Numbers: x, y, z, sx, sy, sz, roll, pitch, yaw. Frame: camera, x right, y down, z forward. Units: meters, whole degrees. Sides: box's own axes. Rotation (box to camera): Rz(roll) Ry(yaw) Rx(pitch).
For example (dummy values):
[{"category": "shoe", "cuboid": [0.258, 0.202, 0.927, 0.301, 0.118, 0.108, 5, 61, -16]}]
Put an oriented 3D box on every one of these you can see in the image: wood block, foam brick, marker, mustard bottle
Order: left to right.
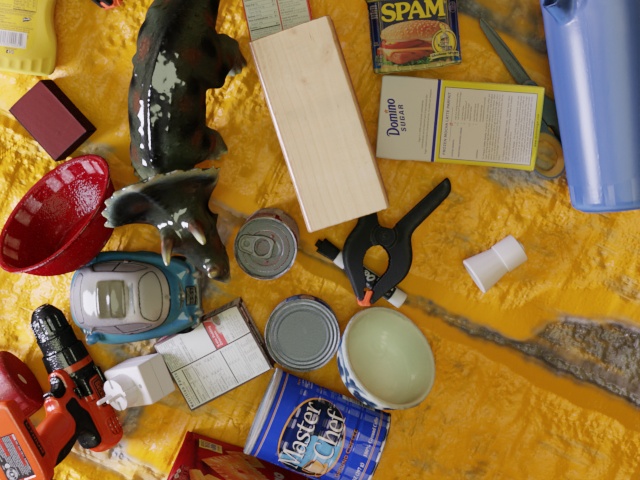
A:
[{"category": "mustard bottle", "cuboid": [-0.329, -0.280, 1.164, 0.096, 0.058, 0.192, 7, 98, -10]}, {"category": "foam brick", "cuboid": [-0.298, -0.134, 1.188, 0.051, 0.053, 0.078, -41, 95, 6]}, {"category": "wood block", "cuboid": [0.001, -0.123, 1.130, 0.090, 0.091, 0.206, -17, 96, 6]}, {"category": "marker", "cuboid": [0.045, 0.036, 1.222, 0.121, 0.020, 0.020, 35, 97, -3]}]

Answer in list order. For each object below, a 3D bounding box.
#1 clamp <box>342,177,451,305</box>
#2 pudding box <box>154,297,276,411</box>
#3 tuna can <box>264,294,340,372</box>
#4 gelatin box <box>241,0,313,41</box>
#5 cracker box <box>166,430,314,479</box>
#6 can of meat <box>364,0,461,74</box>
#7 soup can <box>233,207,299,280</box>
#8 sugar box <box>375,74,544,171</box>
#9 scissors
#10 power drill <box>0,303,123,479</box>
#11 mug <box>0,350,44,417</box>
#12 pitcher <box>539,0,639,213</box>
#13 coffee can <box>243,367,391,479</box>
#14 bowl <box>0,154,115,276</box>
[{"category": "clamp", "cuboid": [0.081, -0.008, 1.199, 0.120, 0.039, 0.171, 7, 90, 4]}, {"category": "pudding box", "cuboid": [-0.121, 0.131, 1.230, 0.113, 0.039, 0.090, -27, 96, 7]}, {"category": "tuna can", "cuboid": [-0.020, 0.106, 1.226, 0.086, 0.034, 0.086, 0, 98, 1]}, {"category": "gelatin box", "cuboid": [-0.046, -0.252, 1.177, 0.073, 0.030, 0.089, -11, 98, 4]}, {"category": "cracker box", "cuboid": [-0.068, 0.297, 1.190, 0.213, 0.164, 0.072, 17, 100, -1]}, {"category": "can of meat", "cuboid": [0.102, -0.229, 1.164, 0.102, 0.057, 0.084, -6, 101, 2]}, {"category": "soup can", "cuboid": [-0.058, 0.001, 1.177, 0.068, 0.102, 0.068, 0, 98, 1]}, {"category": "sugar box", "cuboid": [0.152, -0.130, 1.176, 0.176, 0.048, 0.093, 7, 99, 9]}, {"category": "scissors", "cuboid": [0.227, -0.149, 1.193, 0.201, 0.016, 0.096, 38, 97, -4]}, {"category": "power drill", "cuboid": [-0.299, 0.175, 1.168, 0.057, 0.187, 0.184, -23, 98, 22]}, {"category": "mug", "cuboid": [-0.377, 0.172, 1.224, 0.081, 0.093, 0.117, -37, 60, 1]}, {"category": "pitcher", "cuboid": [0.317, -0.157, 1.131, 0.149, 0.145, 0.243, -6, 96, 10]}, {"category": "coffee can", "cuboid": [-0.004, 0.217, 1.208, 0.140, 0.103, 0.103, 22, 98, -2]}, {"category": "bowl", "cuboid": [-0.278, -0.016, 1.173, 0.162, 0.162, 0.055, -38, 127, 6]}]
